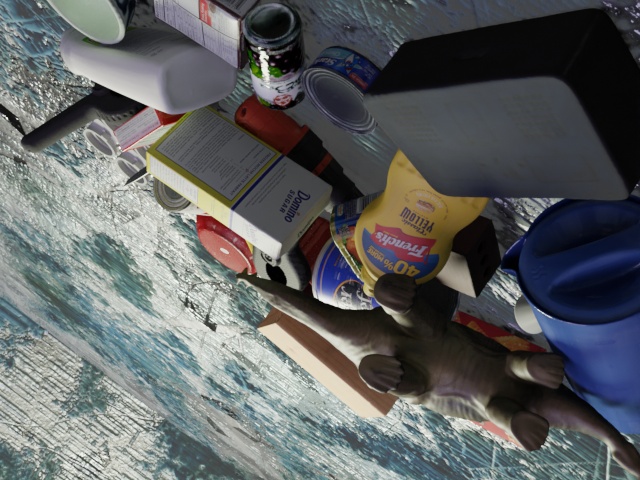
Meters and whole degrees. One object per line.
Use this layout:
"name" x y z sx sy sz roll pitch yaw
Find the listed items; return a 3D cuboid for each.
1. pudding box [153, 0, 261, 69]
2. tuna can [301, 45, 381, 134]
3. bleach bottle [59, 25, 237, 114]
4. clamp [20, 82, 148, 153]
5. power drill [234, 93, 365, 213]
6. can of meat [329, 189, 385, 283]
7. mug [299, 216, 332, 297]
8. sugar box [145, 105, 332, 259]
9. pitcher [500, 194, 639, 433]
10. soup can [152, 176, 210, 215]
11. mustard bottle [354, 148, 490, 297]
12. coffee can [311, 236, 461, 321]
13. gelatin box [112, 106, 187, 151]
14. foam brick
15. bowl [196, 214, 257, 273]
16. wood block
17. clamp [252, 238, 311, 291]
"pudding box" -0.112 -0.228 1.038 0.113 0.039 0.090 35 159 11
"tuna can" 0.026 -0.141 1.005 0.086 0.033 0.086 32 158 14
"bleach bottle" -0.205 -0.203 1.175 0.251 0.102 0.068 25 132 44
"clamp" -0.254 -0.167 1.249 0.210 0.164 0.036 9 156 34
"power drill" -0.044 -0.074 1.218 0.184 0.057 0.188 46 154 -10
"can of meat" 0.067 -0.006 1.130 0.084 0.057 0.102 -16 133 20
"mug" -0.017 0.014 1.316 0.093 0.081 0.117 18 151 40
"sugar box" -0.085 -0.064 1.114 0.176 0.093 0.048 36 151 11
"pitcher" 0.273 0.077 0.953 0.149 0.145 0.242 54 177 42
"soup can" -0.150 -0.065 1.318 0.069 0.068 0.102 25 -170 29
"mustard bottle" 0.086 -0.011 1.039 0.096 0.058 0.192 29 132 0
"coffee can" 0.075 0.053 1.223 0.141 0.102 0.102 18 151 39
"gelatin box" -0.177 -0.134 1.190 0.089 0.073 0.030 -25 89 45
"foam brick" 0.148 0.012 1.099 0.051 0.053 0.078 23 155 32
"bowl" -0.116 -0.004 1.469 0.162 0.055 0.162 31 157 15
"wood block" 0.024 0.154 1.522 0.206 0.090 0.091 41 159 -10
"clamp" -0.058 0.002 1.232 0.120 0.039 0.171 32 141 32
